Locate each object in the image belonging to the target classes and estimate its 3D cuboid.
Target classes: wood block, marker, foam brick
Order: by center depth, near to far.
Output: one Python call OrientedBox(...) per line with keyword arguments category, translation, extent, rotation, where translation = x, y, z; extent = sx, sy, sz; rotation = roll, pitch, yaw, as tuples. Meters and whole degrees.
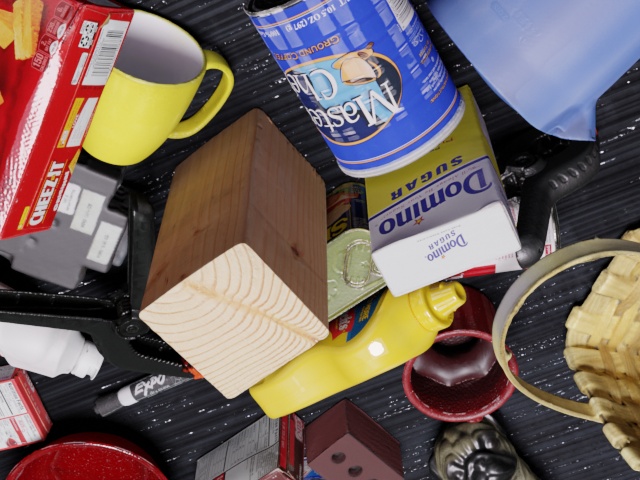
OrientedBox(category="wood block", translation=(-0.055, 0.000, 0.764), extent=(0.090, 0.206, 0.090), rotation=(-34, 115, 18))
OrientedBox(category="marker", translation=(-0.149, 0.128, 0.948), extent=(0.121, 0.020, 0.020), rotation=(-25, 118, 14))
OrientedBox(category="foam brick", translation=(0.031, 0.193, 0.969), extent=(0.053, 0.051, 0.078), rotation=(-41, 113, 21))

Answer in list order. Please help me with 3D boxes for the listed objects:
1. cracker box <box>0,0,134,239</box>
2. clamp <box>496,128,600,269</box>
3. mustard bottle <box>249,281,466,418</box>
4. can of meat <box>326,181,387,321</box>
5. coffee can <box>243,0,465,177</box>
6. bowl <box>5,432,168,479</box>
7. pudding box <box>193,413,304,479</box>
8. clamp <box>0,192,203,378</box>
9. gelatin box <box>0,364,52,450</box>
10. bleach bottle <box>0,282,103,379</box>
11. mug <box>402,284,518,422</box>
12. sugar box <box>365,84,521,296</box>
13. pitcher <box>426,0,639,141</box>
OrientedBox(category="cracker box", translation=(-0.252, -0.122, 0.704), extent=(0.214, 0.072, 0.164), rotation=(28, 105, 12))
OrientedBox(category="clamp", translation=(0.156, -0.039, 0.779), extent=(0.171, 0.120, 0.039), rotation=(-37, 129, -18))
OrientedBox(category="mustard bottle", translation=(0.033, 0.076, 0.846), extent=(0.192, 0.096, 0.058), rotation=(-28, 105, 34))
OrientedBox(category="can of meat", translation=(0.008, 0.010, 0.841), extent=(0.102, 0.084, 0.057), rotation=(-34, 115, 18))
OrientedBox(category="coffee can", translation=(0.025, -0.130, 0.747), extent=(0.103, 0.103, 0.140), rotation=(-26, 117, 14))
OrientedBox(category="bowl", translation=(-0.209, 0.231, 0.988), extent=(0.162, 0.055, 0.162), rotation=(0, 121, 0))
OrientedBox(category="pudding box", translation=(-0.065, 0.210, 0.957), extent=(0.114, 0.090, 0.039), rotation=(-34, 114, 19))
OrientedBox(category="clamp", translation=(-0.163, 0.059, 0.846), extent=(0.164, 0.036, 0.210), rotation=(-24, 139, 8))
OrientedBox(category="gelatin box", translation=(-0.296, 0.152, 0.956), extent=(0.089, 0.030, 0.073), rotation=(-14, 119, 7))
OrientedBox(category="bleach bottle", translation=(-0.292, 0.050, 0.860), extent=(0.250, 0.068, 0.103), rotation=(26, 159, -16))
OrientedBox(category="mug", translation=(0.116, 0.099, 0.896), extent=(0.093, 0.081, 0.117), rotation=(-18, 119, 10))
OrientedBox(category="sugar box", translation=(0.080, -0.041, 0.757), extent=(0.093, 0.176, 0.048), rotation=(-22, 119, 13))
OrientedBox(category="pitcher", translation=(0.190, -0.199, 0.702), extent=(0.243, 0.145, 0.149), rotation=(-43, 124, 18))
